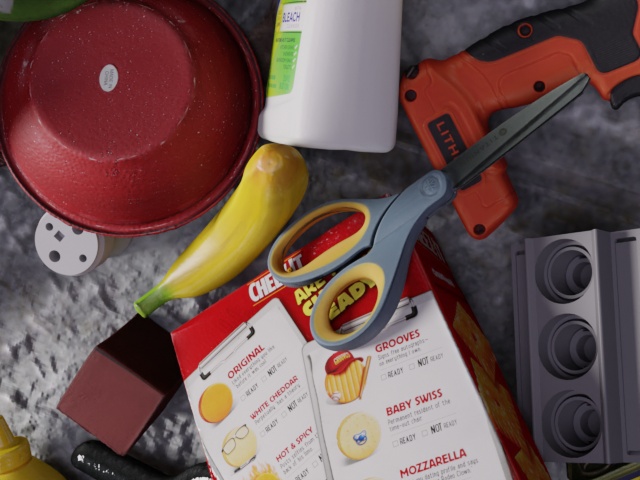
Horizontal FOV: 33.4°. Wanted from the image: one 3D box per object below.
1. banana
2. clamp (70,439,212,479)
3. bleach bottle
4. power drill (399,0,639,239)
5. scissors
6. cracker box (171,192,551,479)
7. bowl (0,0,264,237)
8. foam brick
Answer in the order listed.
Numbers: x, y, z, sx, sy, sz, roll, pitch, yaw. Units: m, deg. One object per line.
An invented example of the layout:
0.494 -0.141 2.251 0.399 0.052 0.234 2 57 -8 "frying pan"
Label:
-0.046 -0.008 0.613 0.037 0.069 0.198 44 141 0 "banana"
-0.083 0.191 0.690 0.172 0.039 0.120 0 112 31 "clamp"
0.013 -0.176 0.580 0.068 0.103 0.251 3 97 -16 "bleach bottle"
0.152 -0.074 0.587 0.188 0.057 0.184 -28 92 13 "power drill"
0.058 -0.007 0.561 0.202 0.016 0.096 -23 60 25 "scissors"
0.023 0.108 0.591 0.164 0.072 0.214 -33 55 16 "cracker box"
-0.114 -0.084 0.611 0.162 0.055 0.162 0 83 0 "bowl"
-0.118 0.088 0.668 0.053 0.078 0.051 36 105 2 "foam brick"
